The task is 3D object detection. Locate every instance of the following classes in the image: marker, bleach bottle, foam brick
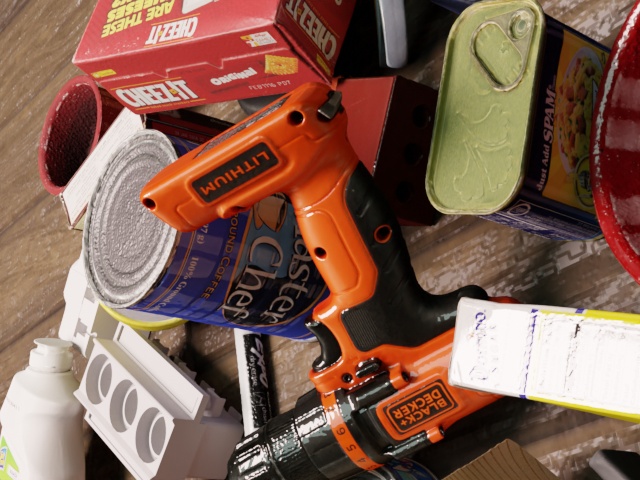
[{"bbox_3d":[-0.045,0.081,0.695,0.020,0.020,0.121,-32,56,40],"label":"marker"},{"bbox_3d":[-0.209,0.200,0.789,0.103,0.067,0.251,14,98,52],"label":"bleach bottle"},{"bbox_3d":[0.036,-0.051,0.613,0.051,0.052,0.078,9,87,50],"label":"foam brick"}]

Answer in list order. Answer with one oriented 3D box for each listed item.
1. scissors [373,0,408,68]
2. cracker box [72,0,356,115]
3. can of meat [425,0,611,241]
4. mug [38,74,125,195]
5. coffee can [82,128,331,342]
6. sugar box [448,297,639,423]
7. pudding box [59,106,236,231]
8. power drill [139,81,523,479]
[{"bbox_3d":[0.032,-0.183,0.587,0.096,0.016,0.202,-96,-2,-57],"label":"scissors"},{"bbox_3d":[-0.046,-0.191,0.679,0.164,0.072,0.213,-3,60,36],"label":"cracker box"},{"bbox_3d":[0.104,-0.054,0.510,0.058,0.083,0.102,2,81,50],"label":"can of meat"},{"bbox_3d":[-0.166,-0.077,0.833,0.117,0.081,0.093,37,108,48],"label":"mug"},{"bbox_3d":[-0.054,0.001,0.635,0.103,0.140,0.103,-18,66,45],"label":"coffee can"},{"bbox_3d":[0.146,0.055,0.423,0.177,0.093,0.048,-1,78,50],"label":"sugar box"},{"bbox_3d":[-0.119,-0.047,0.764,0.114,0.089,0.039,-47,48,31],"label":"pudding box"},{"bbox_3d":[-0.006,0.031,0.532,0.185,0.187,0.057,-30,14,15],"label":"power drill"}]
